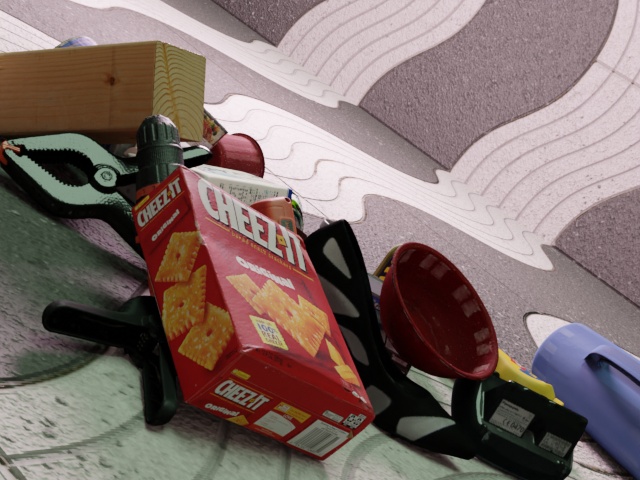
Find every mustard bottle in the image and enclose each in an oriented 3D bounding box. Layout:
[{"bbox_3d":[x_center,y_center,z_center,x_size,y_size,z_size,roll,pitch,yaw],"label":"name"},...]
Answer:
[{"bbox_3d":[0.221,0.167,1.293,0.192,0.058,0.096,38,-5,19],"label":"mustard bottle"}]

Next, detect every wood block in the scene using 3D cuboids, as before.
[{"bbox_3d":[-0.231,-0.149,1.109,0.206,0.091,0.090,2,-2,28],"label":"wood block"}]

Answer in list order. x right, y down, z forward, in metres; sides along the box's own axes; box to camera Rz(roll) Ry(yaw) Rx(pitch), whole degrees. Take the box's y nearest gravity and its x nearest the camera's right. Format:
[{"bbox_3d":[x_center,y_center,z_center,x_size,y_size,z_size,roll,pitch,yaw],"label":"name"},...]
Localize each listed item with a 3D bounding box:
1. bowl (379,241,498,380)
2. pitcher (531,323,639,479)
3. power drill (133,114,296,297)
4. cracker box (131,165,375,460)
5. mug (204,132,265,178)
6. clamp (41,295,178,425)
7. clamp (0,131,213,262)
[{"bbox_3d":[0.112,0.083,1.105,0.162,0.055,0.162,34,35,-29],"label":"bowl"},{"bbox_3d":[0.390,0.204,1.395,0.144,0.149,0.243,8,22,-37],"label":"pitcher"},{"bbox_3d":[-0.101,-0.018,1.025,0.187,0.057,0.184,11,67,-51],"label":"power drill"},{"bbox_3d":[-0.055,0.057,0.870,0.164,0.072,0.214,33,25,-42],"label":"cracker box"},{"bbox_3d":[-0.142,-0.098,1.387,0.117,0.093,0.081,4,1,34],"label":"mug"},{"bbox_3d":[-0.141,0.073,0.823,0.120,0.039,0.171,45,12,-2],"label":"clamp"},{"bbox_3d":[-0.206,-0.060,1.045,0.210,0.036,0.164,24,52,-12],"label":"clamp"}]
